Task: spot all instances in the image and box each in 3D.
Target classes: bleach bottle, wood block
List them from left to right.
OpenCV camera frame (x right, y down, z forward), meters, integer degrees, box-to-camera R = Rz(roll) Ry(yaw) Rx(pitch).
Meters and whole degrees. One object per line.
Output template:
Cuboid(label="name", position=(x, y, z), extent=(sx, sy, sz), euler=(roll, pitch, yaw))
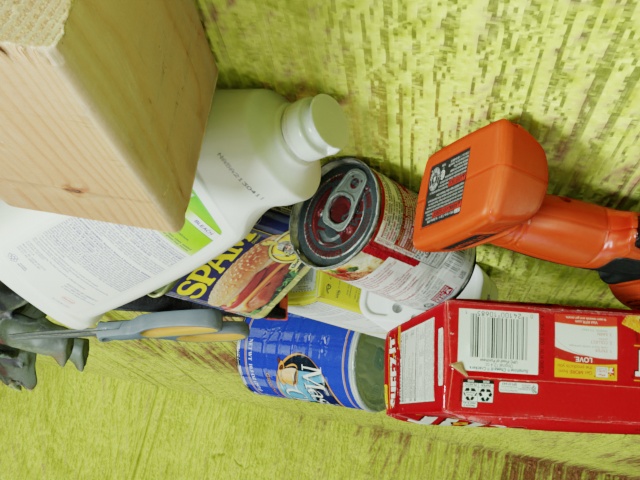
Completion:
Cuboid(label="wood block", position=(-0.105, -0.076, 0.413), extent=(0.091, 0.090, 0.206), euler=(9, 166, 5))
Cuboid(label="bleach bottle", position=(-0.083, -0.021, 0.597), extent=(0.251, 0.068, 0.102), euler=(-19, 133, 38))

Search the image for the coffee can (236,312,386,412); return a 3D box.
Cuboid(label="coffee can", position=(0.002, 0.113, 1.071), extent=(0.141, 0.103, 0.102), euler=(3, 164, 34))

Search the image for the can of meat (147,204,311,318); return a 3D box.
Cuboid(label="can of meat", position=(-0.055, 0.001, 0.690), extent=(0.083, 0.057, 0.102), euler=(18, 129, -36))

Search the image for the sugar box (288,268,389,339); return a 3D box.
Cuboid(label="sugar box", position=(0.045, 0.054, 0.920), extent=(0.176, 0.048, 0.094), euler=(16, 166, -32))

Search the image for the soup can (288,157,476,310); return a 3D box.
Cuboid(label="soup can", position=(0.040, -0.001, 0.645), extent=(0.069, 0.068, 0.102), euler=(-1, 162, 43))

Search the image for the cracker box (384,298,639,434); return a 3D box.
Cuboid(label="cracker box", position=(0.137, 0.086, 0.684), extent=(0.164, 0.072, 0.214), euler=(4, 170, -5))

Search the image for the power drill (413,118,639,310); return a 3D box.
Cuboid(label="power drill", position=(0.156, -0.007, 0.546), extent=(0.187, 0.057, 0.185), euler=(16, 165, -16))

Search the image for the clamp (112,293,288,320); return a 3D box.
Cuboid(label="clamp", position=(-0.110, 0.043, 0.819), extent=(0.171, 0.039, 0.120), euler=(9, 177, -34))

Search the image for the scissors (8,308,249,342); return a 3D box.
Cuboid(label="scissors", position=(-0.137, 0.069, 0.798), extent=(0.202, 0.016, 0.096), euler=(-10, 164, 41))
